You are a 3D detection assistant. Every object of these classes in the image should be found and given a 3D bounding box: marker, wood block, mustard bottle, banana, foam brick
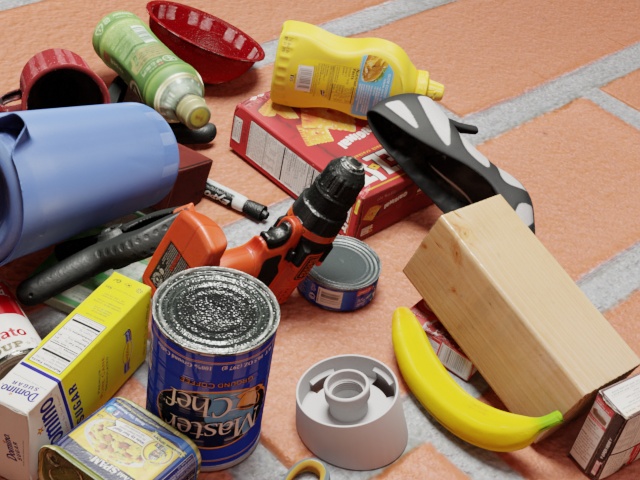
[{"bbox_3d":[-0.109,-0.052,1.175,0.121,0.020,0.020,26,41,19],"label":"marker"},{"bbox_3d":[0.183,0.070,0.992,0.090,0.090,0.206,-20,63,-37],"label":"wood block"},{"bbox_3d":[0.044,-0.183,1.195,0.191,0.096,0.058,11,39,-2],"label":"mustard bottle"},{"bbox_3d":[0.124,0.135,0.970,0.198,0.037,0.069,35,75,34],"label":"banana"},{"bbox_3d":[-0.161,-0.067,1.140,0.051,0.053,0.078,26,21,17],"label":"foam brick"}]

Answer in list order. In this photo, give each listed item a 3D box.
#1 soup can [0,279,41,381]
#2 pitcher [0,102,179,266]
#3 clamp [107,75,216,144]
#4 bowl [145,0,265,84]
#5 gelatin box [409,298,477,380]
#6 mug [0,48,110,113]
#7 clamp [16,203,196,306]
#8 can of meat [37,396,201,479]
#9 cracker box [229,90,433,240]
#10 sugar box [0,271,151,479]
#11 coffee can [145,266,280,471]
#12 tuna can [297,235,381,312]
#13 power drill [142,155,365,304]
[{"bbox_3d":[-0.281,0.088,0.923,0.068,0.068,0.102,-18,47,-31],"label":"soup can"},{"bbox_3d":[-0.248,-0.055,0.995,0.149,0.145,0.242,-3,11,31],"label":"pitcher"},{"bbox_3d":[-0.233,-0.124,1.221,0.165,0.036,0.209,26,38,22],"label":"clamp"},{"bbox_3d":[-0.154,-0.244,1.352,0.162,0.055,0.162,22,22,-10],"label":"bowl"},{"bbox_3d":[0.131,0.088,1.049,0.089,0.030,0.073,33,43,25],"label":"gelatin box"},{"bbox_3d":[-0.291,-0.155,1.151,0.117,0.093,0.081,-16,31,-13],"label":"mug"},{"bbox_3d":[-0.191,0.011,0.963,0.172,0.039,0.120,-20,22,21],"label":"clamp"},{"bbox_3d":[-0.158,0.180,0.847,0.102,0.057,0.083,29,40,21],"label":"can of meat"},{"bbox_3d":[0.026,-0.107,1.233,0.163,0.072,0.214,-26,52,-37],"label":"cracker box"},{"bbox_3d":[-0.206,0.113,0.890,0.048,0.093,0.176,21,40,13],"label":"sugar box"},{"bbox_3d":[-0.092,0.107,0.884,0.102,0.140,0.103,6,38,-5],"label":"coffee can"},{"bbox_3d":[0.018,0.033,1.088,0.086,0.034,0.086,6,38,-5],"label":"tuna can"},{"bbox_3d":[-0.056,0.001,0.966,0.187,0.185,0.057,-10,53,-47],"label":"power drill"}]
